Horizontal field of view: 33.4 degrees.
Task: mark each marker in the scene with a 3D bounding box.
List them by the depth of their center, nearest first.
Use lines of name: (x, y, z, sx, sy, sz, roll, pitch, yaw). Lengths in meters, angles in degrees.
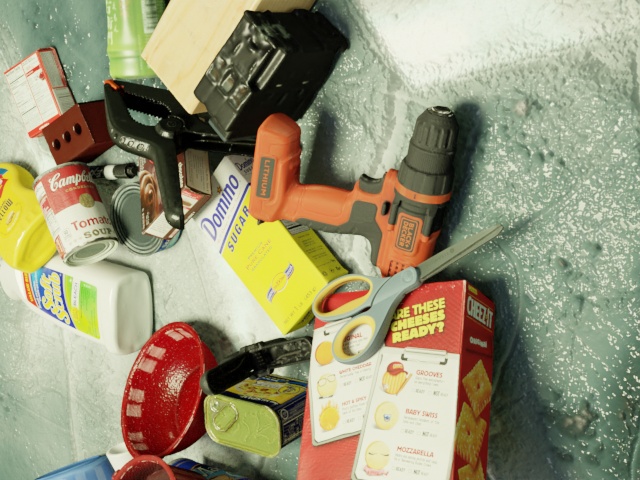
marker: (-0.262, -0.080, 1.257, 0.121, 0.020, 0.020, -1, 103, 37)

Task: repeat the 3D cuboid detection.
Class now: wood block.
wood block: (-0.076, -0.231, 1.029, 0.090, 0.090, 0.206, 50, 127, 16)

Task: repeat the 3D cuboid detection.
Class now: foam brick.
foam brick: (-0.274, -0.123, 1.233, 0.078, 0.051, 0.053, -27, 86, 39)

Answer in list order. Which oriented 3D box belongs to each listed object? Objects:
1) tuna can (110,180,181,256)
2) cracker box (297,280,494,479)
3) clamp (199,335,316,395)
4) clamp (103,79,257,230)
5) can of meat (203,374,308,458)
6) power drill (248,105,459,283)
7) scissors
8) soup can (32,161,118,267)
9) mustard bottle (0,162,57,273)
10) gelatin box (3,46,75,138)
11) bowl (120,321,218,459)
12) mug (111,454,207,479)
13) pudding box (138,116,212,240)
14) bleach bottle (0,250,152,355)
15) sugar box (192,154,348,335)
tuna can: (-0.198, -0.027, 1.215, 0.086, 0.033, 0.086, 11, 109, 34)
cracker box: (0.070, 0.153, 0.978, 0.164, 0.072, 0.213, -8, 65, 34)
clamp: (-0.056, 0.121, 1.099, 0.120, 0.171, 0.039, -13, 92, 3)
clamp: (-0.139, -0.106, 1.083, 0.210, 0.164, 0.036, 42, 144, 29)
can of meat: (-0.059, 0.183, 1.139, 0.102, 0.083, 0.057, 7, 107, 35)
power drill: (0.030, -0.058, 0.996, 0.188, 0.057, 0.184, 20, 118, 17)
scissors: (0.077, 0.054, 0.959, 0.202, 0.016, 0.096, -17, 62, 32)
soup can: (-0.279, -0.029, 1.217, 0.069, 0.068, 0.102, -38, 70, 38)
mustard bottle: (-0.388, -0.043, 1.323, 0.192, 0.058, 0.096, 36, 97, 40)
gelatin box: (-0.334, -0.176, 1.277, 0.073, 0.030, 0.089, -21, 90, 40)
bowl: (-0.160, 0.176, 1.206, 0.162, 0.055, 0.162, -27, 52, 41)
mug: (-0.174, 0.277, 1.142, 0.117, 0.081, 0.093, 19, 83, 36)
pudding box: (-0.156, -0.070, 1.138, 0.090, 0.039, 0.113, -43, 45, 37)
bleach bottle: (-0.316, 0.065, 1.314, 0.251, 0.067, 0.102, 11, 107, 37)
sugar box: (-0.058, 0.002, 1.111, 0.176, 0.048, 0.093, 49, 126, 14)
